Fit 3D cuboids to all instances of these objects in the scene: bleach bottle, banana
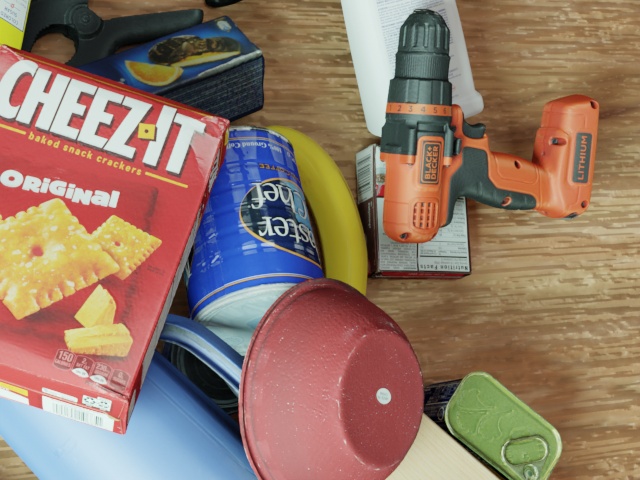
[{"bbox_3d":[0.064,-0.216,0.875,0.102,0.068,0.251,-20,112,-20],"label":"bleach bottle"},{"bbox_3d":[-0.002,-0.019,0.881,0.069,0.037,0.198,-28,85,7],"label":"banana"}]

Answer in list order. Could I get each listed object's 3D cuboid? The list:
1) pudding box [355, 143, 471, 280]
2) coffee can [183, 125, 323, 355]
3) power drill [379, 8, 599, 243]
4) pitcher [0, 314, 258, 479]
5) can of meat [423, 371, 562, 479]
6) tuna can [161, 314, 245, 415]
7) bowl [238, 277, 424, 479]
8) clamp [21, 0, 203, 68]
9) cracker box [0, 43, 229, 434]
[{"bbox_3d":[0.079,-0.023,0.908,0.089,0.039,0.113,2,80,-22],"label":"pudding box"},{"bbox_3d":[-0.055,0.001,0.794,0.102,0.103,0.140,-2,60,-20],"label":"coffee can"},{"bbox_3d":[0.137,-0.088,0.873,0.187,0.057,0.184,1,99,-24],"label":"power drill"},{"bbox_3d":[-0.141,0.120,0.746,0.243,0.145,0.149,46,62,-2],"label":"pitcher"},{"bbox_3d":[0.129,0.155,0.862,0.102,0.084,0.057,39,68,-8],"label":"can of meat"},{"bbox_3d":[-0.079,0.094,0.828,0.086,0.034,0.086,4,77,-19],"label":"tuna can"},{"bbox_3d":[0.021,0.105,0.716,0.161,0.055,0.162,4,84,-48],"label":"bowl"},{"bbox_3d":[-0.177,-0.167,0.847,0.120,0.039,0.171,37,75,-4],"label":"clamp"},{"bbox_3d":[-0.167,-0.005,0.682,0.164,0.072,0.213,18,62,-4],"label":"cracker box"}]
